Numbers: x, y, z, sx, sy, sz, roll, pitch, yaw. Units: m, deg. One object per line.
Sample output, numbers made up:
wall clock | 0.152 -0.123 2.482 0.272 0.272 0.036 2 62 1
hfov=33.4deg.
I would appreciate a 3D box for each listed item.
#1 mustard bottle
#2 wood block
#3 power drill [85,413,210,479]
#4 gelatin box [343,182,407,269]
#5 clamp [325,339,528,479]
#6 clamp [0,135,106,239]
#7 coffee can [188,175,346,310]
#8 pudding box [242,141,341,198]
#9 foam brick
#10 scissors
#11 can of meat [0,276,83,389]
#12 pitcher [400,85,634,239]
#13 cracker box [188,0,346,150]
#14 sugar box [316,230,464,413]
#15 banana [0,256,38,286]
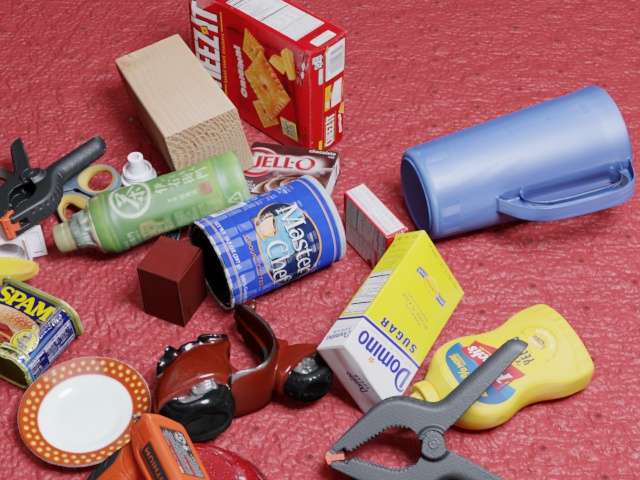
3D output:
mustard bottle | 0.165 0.134 1.052 0.191 0.058 0.096 -20 54 -16
wood block | -0.167 -0.155 1.293 0.090 0.090 0.206 -26 42 -11
power drill | -0.174 0.250 0.894 0.188 0.057 0.184 -39 59 11
gelatin box | 0.061 -0.009 1.182 0.030 0.073 0.089 -26 51 -21
clamp | 0.109 0.176 0.989 0.210 0.036 0.164 -3 81 7
clamp | -0.315 -0.068 1.220 0.120 0.039 0.171 -10 41 11
coffee can | -0.058 0.001 1.155 0.140 0.103 0.103 -24 50 -20
pudding box | -0.040 -0.072 1.269 0.113 0.039 0.090 10 47 11
foam brick | -0.157 0.043 1.135 0.051 0.078 0.053 20 50 17
scissors | -0.314 -0.076 1.277 0.202 0.016 0.096 35 82 30
can of meat | -0.313 0.096 1.104 0.102 0.057 0.083 21 53 21
pitcher | 0.223 -0.078 1.208 0.242 0.149 0.145 -17 85 -9
cracker box | -0.069 -0.220 1.326 0.214 0.164 0.072 33 53 28
sugar box | 0.075 0.080 1.080 0.048 0.093 0.176 -13 32 43
banana | -0.405 0.058 1.153 0.197 0.037 0.070 -27 50 -18
